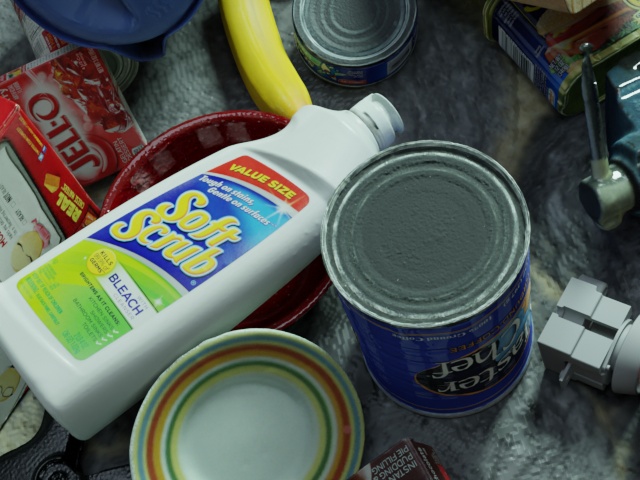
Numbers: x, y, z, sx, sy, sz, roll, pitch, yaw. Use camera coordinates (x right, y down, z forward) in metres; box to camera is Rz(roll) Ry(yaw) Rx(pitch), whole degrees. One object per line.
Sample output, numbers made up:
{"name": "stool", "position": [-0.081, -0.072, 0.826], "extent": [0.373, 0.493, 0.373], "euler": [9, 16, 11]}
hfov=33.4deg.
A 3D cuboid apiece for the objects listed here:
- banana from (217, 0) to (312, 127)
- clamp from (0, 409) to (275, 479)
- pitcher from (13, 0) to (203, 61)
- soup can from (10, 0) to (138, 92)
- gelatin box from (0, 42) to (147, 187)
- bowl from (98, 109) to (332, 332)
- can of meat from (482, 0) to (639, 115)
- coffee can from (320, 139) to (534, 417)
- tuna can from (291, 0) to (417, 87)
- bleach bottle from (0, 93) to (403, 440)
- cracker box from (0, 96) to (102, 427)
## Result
{"name": "banana", "position": [-0.043, -0.146, 0.728], "extent": [0.037, 0.070, 0.198], "euler": [-11, 69, -13]}
{"name": "clamp", "position": [-0.136, 0.144, 0.618], "extent": [0.165, 0.036, 0.210], "euler": [29, 73, 20]}
{"name": "pitcher", "position": [-0.126, -0.247, 0.712], "extent": [0.145, 0.149, 0.242], "euler": [25, 34, -16]}
{"name": "soup can", "position": [-0.177, -0.154, 0.760], "extent": [0.068, 0.068, 0.102], "euler": [-27, 62, -2]}
{"name": "gelatin box", "position": [-0.165, -0.081, 0.710], "extent": [0.073, 0.089, 0.030], "euler": [-25, 27, -3]}
{"name": "bowl", "position": [-0.054, 0.001, 0.662], "extent": [0.162, 0.055, 0.162], "euler": [-5, 63, 10]}
{"name": "can of meat", "position": [0.170, -0.139, 0.684], "extent": [0.102, 0.057, 0.084], "euler": [-32, 64, -5]}
{"name": "coffee can", "position": [0.062, 0.026, 0.575], "extent": [0.103, 0.140, 0.103], "euler": [-5, 63, 9]}
{"name": "tuna can", "position": [0.023, -0.149, 0.722], "extent": [0.086, 0.034, 0.086], "euler": [-1, 76, 3]}
{"name": "bleach bottle", "position": [-0.062, -0.004, 0.600], "extent": [0.250, 0.068, 0.103], "euler": [-38, 63, -11]}
{"name": "cracker box", "position": [-0.223, 0.037, 0.619], "extent": [0.072, 0.164, 0.213], "euler": [24, 70, 24]}
